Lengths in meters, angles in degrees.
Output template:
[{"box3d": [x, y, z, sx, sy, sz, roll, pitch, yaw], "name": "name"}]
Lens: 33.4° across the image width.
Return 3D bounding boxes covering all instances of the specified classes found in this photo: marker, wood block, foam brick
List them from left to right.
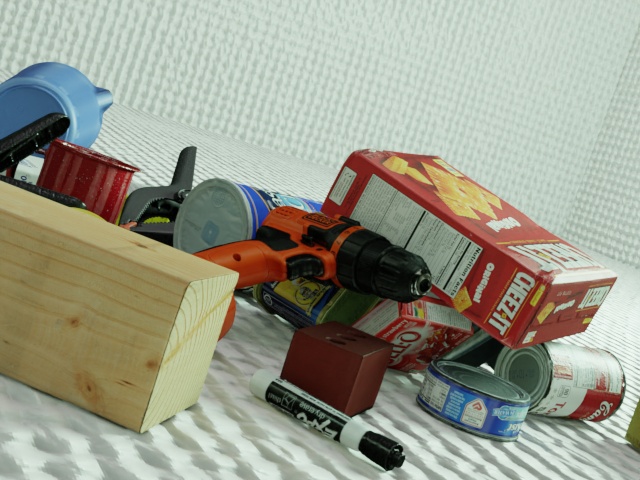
[{"box3d": [-0.167, 0.027, 0.636, 0.206, 0.090, 0.090, 20, 7, 13], "name": "wood block"}, {"box3d": [0.004, 0.115, 0.685, 0.121, 0.020, 0.020, 24, 9, 34], "name": "marker"}, {"box3d": [0.011, 0.091, 0.749, 0.053, 0.051, 0.078, 21, 8, 18], "name": "foam brick"}]

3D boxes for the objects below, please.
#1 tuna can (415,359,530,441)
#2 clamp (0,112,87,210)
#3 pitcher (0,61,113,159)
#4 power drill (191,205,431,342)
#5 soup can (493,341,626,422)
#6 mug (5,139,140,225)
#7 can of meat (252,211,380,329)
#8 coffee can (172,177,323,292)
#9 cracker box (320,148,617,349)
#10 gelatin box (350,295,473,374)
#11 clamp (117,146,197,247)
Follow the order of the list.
[{"box3d": [0.121, 0.125, 0.843, 0.086, 0.034, 0.086, 18, 8, -3], "name": "tuna can"}, {"box3d": [-0.287, -0.063, 0.918, 0.171, 0.039, 0.120, 0, 46, -11], "name": "clamp"}, {"box3d": [-0.349, -0.145, 1.296, 0.145, 0.149, 0.243, 30, 5, -11], "name": "pitcher"}, {"box3d": [-0.032, 0.027, 0.832, 0.187, 0.057, 0.185, -15, 22, -38], "name": "power drill"}, {"box3d": [0.213, 0.123, 0.948, 0.102, 0.068, 0.069, 13, 10, -36], "name": "soup can"}, {"box3d": [-0.238, -0.048, 1.004, 0.117, 0.081, 0.093, 20, 3, -14], "name": "mug"}, {"box3d": [0.005, 0.036, 0.947, 0.084, 0.102, 0.057, 28, -17, 39], "name": "can of meat"}, {"box3d": [-0.057, 0.001, 1.034, 0.103, 0.103, 0.140, 26, 10, 42], "name": "coffee can"}, {"box3d": [0.131, 0.000, 0.927, 0.214, 0.072, 0.163, 36, 20, 28], "name": "cracker box"}, {"box3d": [0.072, 0.079, 0.893, 0.073, 0.030, 0.089, 16, -36, -26], "name": "gelatin box"}, {"box3d": [-0.127, -0.028, 1.100, 0.165, 0.036, 0.209, 29, 31, 15], "name": "clamp"}]
